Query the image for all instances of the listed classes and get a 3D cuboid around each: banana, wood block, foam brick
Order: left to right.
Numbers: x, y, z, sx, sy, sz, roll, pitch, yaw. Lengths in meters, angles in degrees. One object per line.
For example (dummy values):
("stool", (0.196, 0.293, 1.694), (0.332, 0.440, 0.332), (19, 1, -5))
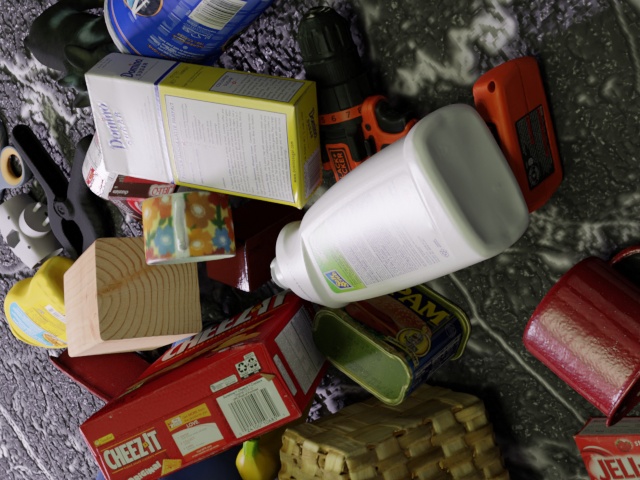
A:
("wood block", (-0.184, 0.056, 1.013), (0.206, 0.090, 0.090), (154, 113, -68))
("foam brick", (-0.056, 0.001, 0.929), (0.051, 0.078, 0.053), (18, 124, 36))
("banana", (-0.036, 0.166, 0.929), (0.037, 0.197, 0.070), (27, 106, 5))

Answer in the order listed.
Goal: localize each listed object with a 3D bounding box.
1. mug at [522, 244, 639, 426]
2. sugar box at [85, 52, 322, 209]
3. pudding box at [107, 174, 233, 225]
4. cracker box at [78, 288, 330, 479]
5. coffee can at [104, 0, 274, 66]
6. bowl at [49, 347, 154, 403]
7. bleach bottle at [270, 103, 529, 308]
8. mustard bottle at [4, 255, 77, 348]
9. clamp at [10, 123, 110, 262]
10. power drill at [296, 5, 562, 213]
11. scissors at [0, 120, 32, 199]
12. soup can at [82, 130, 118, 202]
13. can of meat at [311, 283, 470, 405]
("mug", (0.199, 0.055, 0.720), (0.082, 0.093, 0.117), (40, 106, 24))
("sugar box", (-0.088, -0.086, 0.817), (0.176, 0.048, 0.093), (14, 130, 21))
("pudding box", (-0.123, -0.022, 0.968), (0.090, 0.039, 0.113), (6, 156, 43))
("cracker box", (-0.081, 0.114, 0.884), (0.164, 0.213, 0.072), (-26, 95, 13))
("coffee can", (-0.090, -0.199, 0.815), (0.103, 0.102, 0.141), (57, 139, 0))
("bowl", (-0.210, 0.148, 1.153), (0.162, 0.055, 0.162), (32, 172, 5))
("bleach bottle", (0.033, -0.010, 0.771), (0.251, 0.068, 0.102), (-23, 98, 55))
("mustard bottle", (-0.314, 0.081, 1.237), (0.096, 0.058, 0.192), (40, 143, -19))
("clamp", (-0.272, -0.048, 1.134), (0.120, 0.039, 0.171), (24, 130, 34))
("power drill", (0.072, -0.087, 0.768), (0.188, 0.057, 0.184), (4, 121, 46))
("scissors", (-0.367, -0.053, 1.240), (0.096, 0.016, 0.202), (30, 133, 27))
("soup can", (-0.179, -0.089, 0.996), (0.068, 0.068, 0.102), (47, 139, 10))
("can of meat", (0.055, 0.075, 0.864), (0.102, 0.083, 0.057), (34, 134, 24))
